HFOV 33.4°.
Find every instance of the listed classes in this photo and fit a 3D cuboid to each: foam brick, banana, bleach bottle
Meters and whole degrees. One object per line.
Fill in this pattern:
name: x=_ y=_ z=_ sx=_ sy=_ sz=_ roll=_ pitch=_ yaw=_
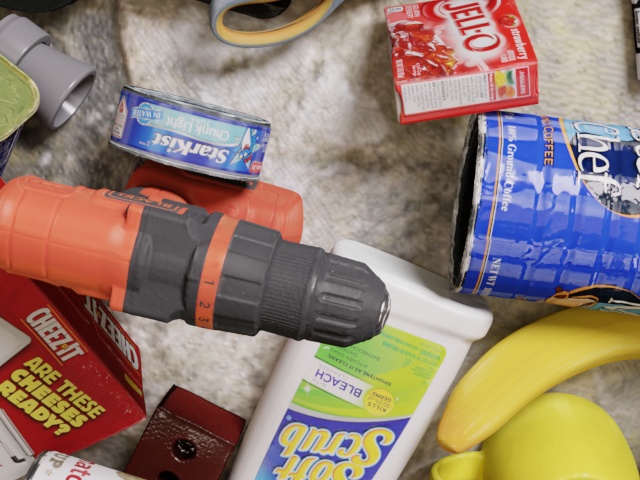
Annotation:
foam brick: x=-0.086 y=0.135 z=0.636 sx=0.053 sy=0.051 sz=0.078 roll=26 pitch=99 yaw=-1
banana: x=0.151 y=0.067 z=0.600 sx=0.197 sy=0.070 sz=0.037 roll=-11 pitch=140 yaw=-10
bleach bottle: x=0.004 y=0.131 z=0.627 sx=0.102 sy=0.068 sz=0.251 roll=23 pitch=102 yaw=-1

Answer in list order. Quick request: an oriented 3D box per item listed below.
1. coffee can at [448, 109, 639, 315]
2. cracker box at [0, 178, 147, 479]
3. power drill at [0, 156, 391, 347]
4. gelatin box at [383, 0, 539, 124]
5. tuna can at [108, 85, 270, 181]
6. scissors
coffee can: x=0.146 y=-0.013 z=0.575 sx=0.140 sy=0.103 sz=0.103 roll=7 pitch=99 yaw=2
cracker box: x=-0.231 y=0.073 z=0.594 sx=0.214 sy=0.072 sz=0.164 roll=-26 pitch=128 yaw=6
power drill: x=-0.054 y=0.001 z=0.546 sx=0.184 sy=0.187 sz=0.057 roll=15 pitch=97 yaw=2
gelatin box: x=0.074 y=-0.101 z=0.573 sx=0.073 sy=0.089 sz=0.030 roll=-8 pitch=128 yaw=5
tuna can: x=-0.071 y=-0.060 z=0.589 sx=0.086 sy=0.086 sz=0.034 roll=15 pitch=98 yaw=1
scissors: x=0.030 y=-0.163 z=0.571 sx=0.202 sy=0.016 sz=0.096 roll=-22 pitch=134 yaw=1
